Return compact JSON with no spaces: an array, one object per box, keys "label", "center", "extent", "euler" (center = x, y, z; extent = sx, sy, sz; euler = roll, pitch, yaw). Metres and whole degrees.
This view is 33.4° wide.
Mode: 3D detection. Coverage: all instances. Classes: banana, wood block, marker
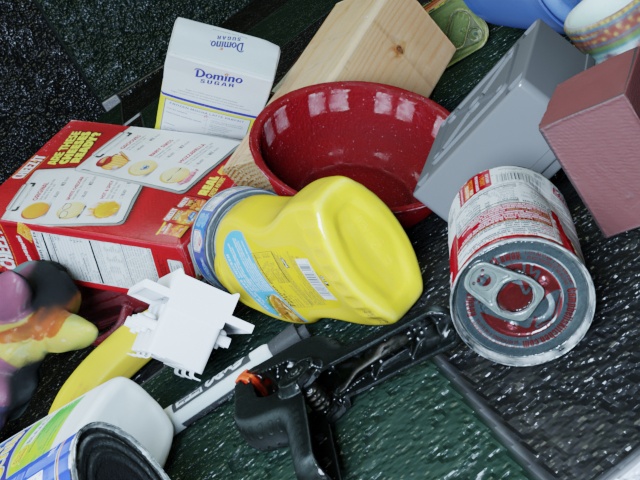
[{"label":"banana","center":[-0.161,0.108,0.849],"extent":[0.070,0.037,0.197],"euler":[11,47,29]},{"label":"wood block","center":[0.020,-0.112,0.907],"extent":[0.090,0.090,0.206],"euler":[-10,42,52]},{"label":"marker","center":[-0.057,0.092,0.711],"extent":[0.121,0.020,0.020],"euler":[-34,18,8]}]

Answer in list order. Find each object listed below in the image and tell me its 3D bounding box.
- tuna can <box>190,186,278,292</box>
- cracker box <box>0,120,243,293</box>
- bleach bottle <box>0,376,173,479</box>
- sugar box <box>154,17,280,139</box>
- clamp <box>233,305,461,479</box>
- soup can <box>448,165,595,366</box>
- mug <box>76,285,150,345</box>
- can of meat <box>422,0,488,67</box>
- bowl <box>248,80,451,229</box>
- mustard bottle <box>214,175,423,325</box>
[{"label":"tuna can","center":[-0.055,0.001,0.830],"extent":[0.086,0.086,0.034],"euler":[-42,20,-15]},{"label":"cracker box","center":[-0.167,-0.029,0.937],"extent":[0.214,0.072,0.164],"euler":[7,39,23]},{"label":"bleach bottle","center":[-0.213,0.176,0.727],"extent":[0.251,0.068,0.102],"euler":[-28,22,34]},{"label":"sugar box","center":[-0.098,-0.126,0.962],"extent":[0.176,0.093,0.048],"euler":[120,162,-61]},{"label":"clamp","center":[-0.006,0.091,0.587],"extent":[0.120,0.039,0.172],"euler":[-44,12,-34]},{"label":"soup can","center":[0.099,0.009,0.546],"extent":[0.069,0.068,0.102],"euler":[-31,18,18]},{"label":"mug","center":[-0.195,0.043,1.002],"extent":[0.082,0.093,0.117],"euler":[-19,50,32]},{"label":"can of meat","center":[0.119,-0.211,1.087],"extent":[0.102,0.057,0.084],"euler":[-30,16,19]},{"label":"bowl","center":[0.028,-0.051,0.777],"extent":[0.162,0.055,0.162],"euler":[2,40,-2]},{"label":"mustard bottle","center":[-0.020,0.012,0.715],"extent":[0.058,0.096,0.192],"euler":[-46,20,-27]}]
